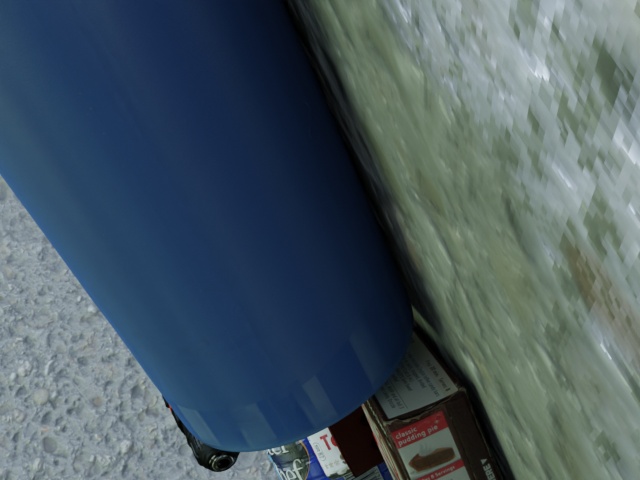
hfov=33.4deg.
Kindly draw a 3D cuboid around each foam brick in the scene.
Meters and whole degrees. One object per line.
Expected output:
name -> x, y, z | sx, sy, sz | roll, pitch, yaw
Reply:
foam brick -> 0.023, 0.094, 0.658 | 0.078, 0.053, 0.051 | 66, 175, -35

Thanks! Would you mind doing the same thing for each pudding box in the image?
pudding box -> 0.045, 0.087, 0.463 | 0.090, 0.039, 0.113 | 66, 175, -17

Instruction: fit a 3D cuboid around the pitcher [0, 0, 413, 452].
pitcher -> -0.056, -0.047, 0.413 | 0.145, 0.149, 0.243 | 17, 140, 59
